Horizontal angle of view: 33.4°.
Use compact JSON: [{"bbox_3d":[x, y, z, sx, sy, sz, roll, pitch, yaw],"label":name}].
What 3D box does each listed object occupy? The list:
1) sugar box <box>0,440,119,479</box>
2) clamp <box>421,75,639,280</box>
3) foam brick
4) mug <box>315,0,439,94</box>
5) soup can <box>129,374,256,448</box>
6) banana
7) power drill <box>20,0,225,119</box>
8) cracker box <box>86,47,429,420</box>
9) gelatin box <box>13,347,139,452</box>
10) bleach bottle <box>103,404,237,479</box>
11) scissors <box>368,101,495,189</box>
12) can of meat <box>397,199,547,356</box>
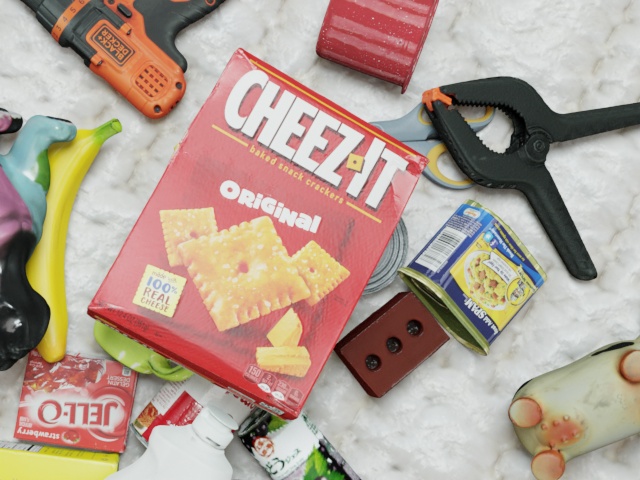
[{"bbox_3d":[-0.251,0.206,0.840,0.176,0.048,0.093,7,88,-7],"label":"sugar box"},{"bbox_3d":[0.184,-0.085,0.897,0.210,0.036,0.164,32,82,-14],"label":"clamp"},{"bbox_3d":[0.056,0.085,0.876,0.078,0.051,0.053,-40,92,-6],"label":"foam brick"},{"bbox_3d":[0.049,-0.186,0.876,0.081,0.093,0.117,20,54,0],"label":"mug"},{"bbox_3d":[-0.093,0.130,0.849,0.068,0.068,0.102,41,84,-3],"label":"soup can"},{"bbox_3d":[-0.211,-0.006,0.848,0.037,0.070,0.198,14,87,-48],"label":"banana"},{"bbox_3d":[-0.141,-0.220,0.868,0.184,0.057,0.187,43,87,-6],"label":"power drill"},{"bbox_3d":[-0.043,-0.003,0.760,0.164,0.072,0.213,30,78,-7],"label":"cracker box"},{"bbox_3d":[-0.195,0.128,0.858,0.089,0.030,0.073,10,87,-5],"label":"gelatin box"},{"bbox_3d":[-0.154,0.222,0.788,0.102,0.068,0.251,37,94,0],"label":"bleach bottle"},{"bbox_3d":[0.057,-0.074,0.902,0.201,0.016,0.096,-17,89,-7],"label":"scissors"},{"bbox_3d":[0.126,0.029,0.871,0.084,0.058,0.102,-48,120,-9],"label":"can of meat"}]
